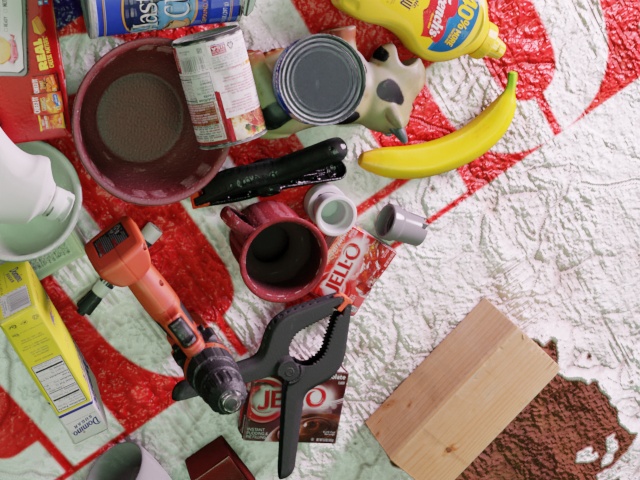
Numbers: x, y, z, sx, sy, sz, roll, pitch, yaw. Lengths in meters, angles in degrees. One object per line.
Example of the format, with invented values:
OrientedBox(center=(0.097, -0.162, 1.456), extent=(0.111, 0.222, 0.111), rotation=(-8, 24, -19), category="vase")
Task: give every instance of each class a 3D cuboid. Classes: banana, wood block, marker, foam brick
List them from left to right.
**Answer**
OrientedBox(center=(-0.210, 0.031, 1.108), extent=(0.020, 0.020, 0.121), rotation=(40, 94, -25), category="marker")
OrientedBox(center=(-0.109, 0.271, 1.207), extent=(0.053, 0.051, 0.078), rotation=(-33, 115, -2), category="foam brick")
OrientedBox(center=(0.137, -0.109, 1.155), extent=(0.197, 0.037, 0.069), rotation=(-30, 103, -5), category="banana")
OrientedBox(center=(0.163, 0.180, 1.236), extent=(0.206, 0.090, 0.090), rotation=(-47, 116, 3), category="wood block")

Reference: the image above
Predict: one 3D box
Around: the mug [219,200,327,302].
OrientedBox(center=(-0.057, 0.001, 1.108), extent=(0.117, 0.081, 0.093), rotation=(33, 97, -25), category="mug")

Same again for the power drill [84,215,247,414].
OrientedBox(center=(-0.149, 0.075, 1.047), extent=(0.057, 0.185, 0.187), rotation=(-37, 118, -8), category="power drill")

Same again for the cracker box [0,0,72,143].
OrientedBox(center=(-0.345, -0.166, 0.969), extent=(0.213, 0.072, 0.164), rotation=(-9, 111, -13), category="cracker box")

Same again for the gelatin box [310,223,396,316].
OrientedBox(center=(0.029, 0.029, 1.173), extent=(0.073, 0.030, 0.089), rotation=(31, 98, -24), category="gelatin box")

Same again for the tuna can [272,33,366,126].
OrientedBox(center=(-0.002, -0.152, 1.013), extent=(0.086, 0.034, 0.086), rotation=(-2, 97, -15), category="tuna can")

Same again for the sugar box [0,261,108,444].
OrientedBox(center=(-0.268, 0.110, 1.059), extent=(0.048, 0.093, 0.176), rotation=(-26, 128, -5), category="sugar box")

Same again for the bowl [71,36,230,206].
OrientedBox(center=(-0.168, -0.117, 1.038), extent=(0.161, 0.055, 0.162), rotation=(-6, 104, -25), category="bowl")

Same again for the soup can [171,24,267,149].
OrientedBox(center=(-0.095, -0.143, 0.998), extent=(0.068, 0.068, 0.102), rotation=(-17, 108, -10), category="soup can")

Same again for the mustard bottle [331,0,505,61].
OrientedBox(center=(0.111, -0.237, 1.087), extent=(0.191, 0.058, 0.096), rotation=(26, 95, -24), category="mustard bottle")

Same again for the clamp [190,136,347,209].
OrientedBox(center=(-0.048, -0.067, 1.076), extent=(0.171, 0.120, 0.039), rotation=(-15, 77, -9), category="clamp")

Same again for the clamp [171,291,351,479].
OrientedBox(center=(-0.033, 0.147, 1.153), extent=(0.210, 0.036, 0.164), rotation=(-44, 108, -3), category="clamp")

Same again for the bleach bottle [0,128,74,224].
OrientedBox(center=(-0.328, -0.089, 0.928), extent=(0.250, 0.068, 0.103), rotation=(28, 102, -25), category="bleach bottle")

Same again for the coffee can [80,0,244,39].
OrientedBox(center=(-0.150, -0.244, 0.981), extent=(0.140, 0.103, 0.103), rotation=(-9, 111, -14), category="coffee can")

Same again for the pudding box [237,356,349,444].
OrientedBox(center=(-0.031, 0.180, 1.204), extent=(0.113, 0.039, 0.090), rotation=(5, 106, -19), category="pudding box")
